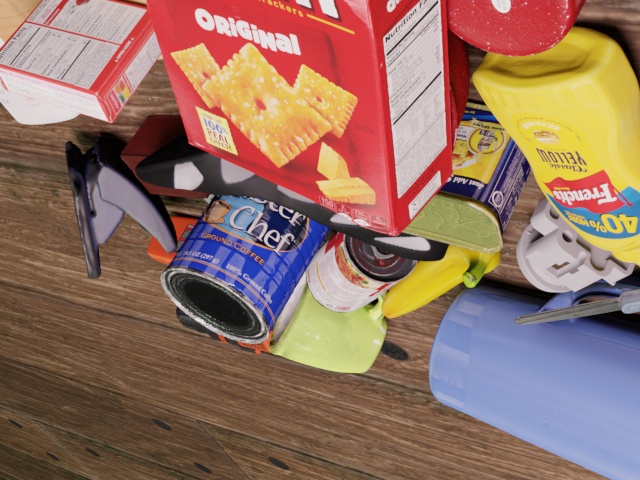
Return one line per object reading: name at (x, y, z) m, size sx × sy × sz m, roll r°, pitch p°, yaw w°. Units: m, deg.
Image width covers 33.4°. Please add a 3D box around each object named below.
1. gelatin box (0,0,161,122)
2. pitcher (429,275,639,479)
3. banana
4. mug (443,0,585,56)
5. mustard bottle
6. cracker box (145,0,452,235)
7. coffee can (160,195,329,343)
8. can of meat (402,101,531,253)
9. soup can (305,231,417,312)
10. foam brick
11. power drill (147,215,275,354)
gelatin box at (-0.150, -0.118, 0.669) m, size 0.089 × 0.073 × 0.030 m, roll 17°, pitch 151°, yaw 24°
pitcher at (0.215, 0.107, 0.850) m, size 0.243 × 0.149 × 0.145 m, roll 18°, pitch 166°, yaw 30°
banana at (0.102, 0.023, 0.867) m, size 0.037 × 0.069 × 0.198 m, roll 56°, pitch 161°, yaw 3°
mug at (0.097, -0.149, 0.559) m, size 0.093 × 0.081 × 0.117 m, roll 44°, pitch 150°, yaw -25°
mustard bottle at (0.177, -0.048, 0.678) m, size 0.096 × 0.058 × 0.191 m, roll 10°, pitch 148°, yaw 47°
cracker box at (-0.017, -0.115, 0.580) m, size 0.164 × 0.072 × 0.213 m, roll 26°, pitch 151°, yaw 26°
coffee can at (-0.056, 0.001, 0.904) m, size 0.103 × 0.140 × 0.103 m, roll 24°, pitch 152°, yaw 13°
can of meat at (0.091, -0.048, 0.733) m, size 0.102 × 0.084 × 0.057 m, roll 15°, pitch 153°, yaw 27°
soup can at (0.034, 0.019, 0.925) m, size 0.068 × 0.068 × 0.102 m, roll 34°, pitch 153°, yaw -7°
foam brick at (-0.127, -0.075, 0.944) m, size 0.078 × 0.051 × 0.053 m, roll 6°, pitch 144°, yaw 40°
power drill at (-0.108, 0.051, 1.138) m, size 0.185 × 0.057 × 0.187 m, roll 8°, pitch 149°, yaw 30°
